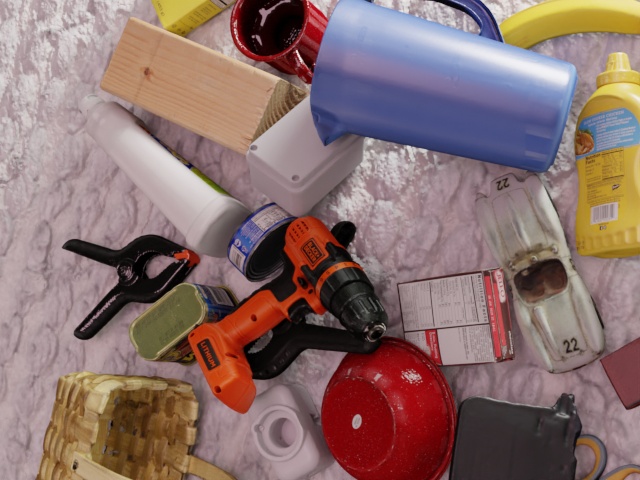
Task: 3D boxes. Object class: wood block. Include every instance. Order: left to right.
[{"bbox_3d":[-0.127,-0.164,1.182,0.206,0.090,0.091,26,95,24],"label":"wood block"}]

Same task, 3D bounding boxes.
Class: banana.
[{"bbox_3d":[0.236,-0.206,1.063,0.198,0.037,0.069,-20,103,23],"label":"banana"}]

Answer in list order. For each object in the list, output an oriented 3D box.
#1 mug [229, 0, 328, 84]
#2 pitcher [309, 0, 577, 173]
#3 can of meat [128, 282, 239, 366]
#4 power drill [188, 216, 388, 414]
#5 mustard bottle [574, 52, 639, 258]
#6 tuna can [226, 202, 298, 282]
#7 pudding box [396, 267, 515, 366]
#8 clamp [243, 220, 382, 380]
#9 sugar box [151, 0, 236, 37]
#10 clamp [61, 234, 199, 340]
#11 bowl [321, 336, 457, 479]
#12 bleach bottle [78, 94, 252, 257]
[{"bbox_3d":[-0.033,-0.218,1.153,0.093,0.081,0.117,-35,71,15],"label":"mug"},{"bbox_3d":[0.120,-0.156,1.035,0.243,0.144,0.149,16,125,9],"label":"pitcher"},{"bbox_3d":[-0.146,0.090,1.159,0.102,0.083,0.057,-38,70,14],"label":"can of meat"},{"bbox_3d":[-0.033,0.083,1.054,0.188,0.057,0.184,-41,39,5],"label":"power drill"},{"bbox_3d":[0.282,-0.082,1.002,0.096,0.058,0.191,-14,74,58],"label":"mustard bottle"},{"bbox_3d":[-0.057,0.001,1.131,0.034,0.086,0.086,43,100,24],"label":"tuna can"},{"bbox_3d":[0.131,0.077,1.041,0.114,0.039,0.090,-10,85,43],"label":"pudding box"},{"bbox_3d":[-0.030,0.078,1.123,0.210,0.036,0.164,-27,46,28],"label":"clamp"},{"bbox_3d":[-0.117,-0.319,1.223,0.176,0.048,0.093,-32,72,18],"label":"sugar box"},{"bbox_3d":[-0.224,0.031,1.226,0.171,0.039,0.120,-24,79,12],"label":"clamp"},{"bbox_3d":[0.053,0.177,1.050,0.162,0.055,0.162,1,91,41],"label":"bowl"},{"bbox_3d":[-0.186,-0.084,1.189,0.251,0.102,0.068,41,95,21],"label":"bleach bottle"}]
